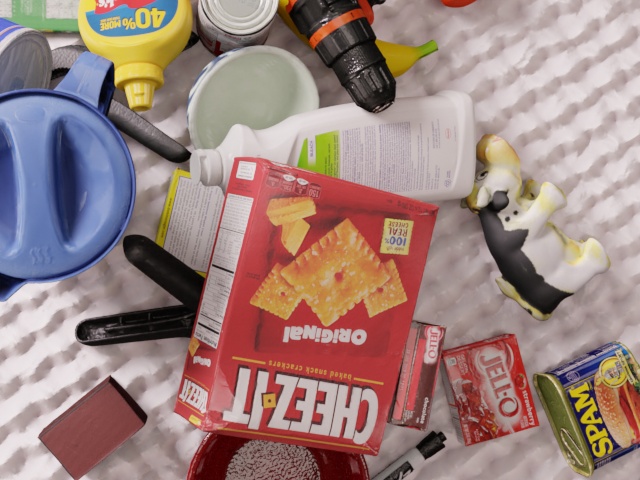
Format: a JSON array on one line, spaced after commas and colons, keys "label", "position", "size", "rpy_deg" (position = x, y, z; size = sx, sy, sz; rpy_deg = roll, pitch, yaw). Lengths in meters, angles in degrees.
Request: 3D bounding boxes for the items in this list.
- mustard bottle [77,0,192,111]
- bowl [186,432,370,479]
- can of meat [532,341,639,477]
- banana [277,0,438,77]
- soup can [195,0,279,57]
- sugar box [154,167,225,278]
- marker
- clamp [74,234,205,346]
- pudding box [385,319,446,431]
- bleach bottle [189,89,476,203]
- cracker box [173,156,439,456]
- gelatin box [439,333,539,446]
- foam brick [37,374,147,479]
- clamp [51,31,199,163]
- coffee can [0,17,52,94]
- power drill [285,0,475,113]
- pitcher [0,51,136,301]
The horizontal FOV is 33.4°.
[{"label": "mustard bottle", "position": [-0.158, -0.203, 0.908], "size": [0.096, 0.058, 0.191], "rpy_deg": [-5, 79, 1]}, {"label": "bowl", "position": [-0.040, 0.218, 0.943], "size": [0.162, 0.055, 0.162], "rpy_deg": [0, 88, -8]}, {"label": "can of meat", "position": [0.258, 0.153, 0.986], "size": [0.084, 0.057, 0.102], "rpy_deg": [-23, 92, -11]}, {"label": "banana", "position": [0.009, -0.202, 0.974], "size": [0.197, 0.037, 0.069], "rpy_deg": [32, 67, -7]}, {"label": "soup can", "position": [-0.073, -0.200, 0.927], "size": [0.068, 0.102, 0.068], "rpy_deg": [0, 88, -8]}, {"label": "sugar box", "position": [-0.056, 0.001, 0.953], "size": [0.176, 0.048, 0.093], "rpy_deg": [14, 86, -11]}, {"label": "marker", "position": [0.066, 0.214, 0.976], "size": [0.121, 0.020, 0.020], "rpy_deg": [-36, 93, -7]}, {"label": "clamp", "position": [-0.094, 0.056, 0.907], "size": [0.209, 0.165, 0.036], "rpy_deg": [9, 56, -16]}, {"label": "pudding box", "position": [0.070, 0.112, 0.932], "size": [0.039, 0.114, 0.090], "rpy_deg": [13, 87, -14]}, {"label": "bleach bottle", "position": [0.011, -0.077, 0.921], "size": [0.250, 0.068, 0.102], "rpy_deg": [-4, 97, -23]}, {"label": "cracker box", "position": [-0.009, 0.055, 0.858], "size": [0.164, 0.072, 0.214], "rpy_deg": [13, 90, -27]}, {"label": "gelatin box", "position": [0.154, 0.137, 0.985], "size": [0.073, 0.030, 0.089], "rpy_deg": [-14, 91, -8]}, {"label": "foam brick", "position": [-0.196, 0.161, 0.924], "size": [0.078, 0.053, 0.051], "rpy_deg": [-39, 94, -8]}, {"label": "clamp", "position": [-0.187, -0.122, 0.939], "size": [0.171, 0.039, 0.120], "rpy_deg": [-6, 77, -3]}, {"label": "coffee can", "position": [-0.308, -0.147, 0.875], "size": [0.140, 0.102, 0.103], "rpy_deg": [23, 85, 11]}, {"label": "power drill", "position": [0.059, -0.216, 0.930], "size": [0.187, 0.057, 0.184], "rpy_deg": [-28, 88, -33]}, {"label": "pitcher", "position": [-0.203, -0.042, 0.833], "size": [0.149, 0.243, 0.145], "rpy_deg": [-24, 92, -8]}]
